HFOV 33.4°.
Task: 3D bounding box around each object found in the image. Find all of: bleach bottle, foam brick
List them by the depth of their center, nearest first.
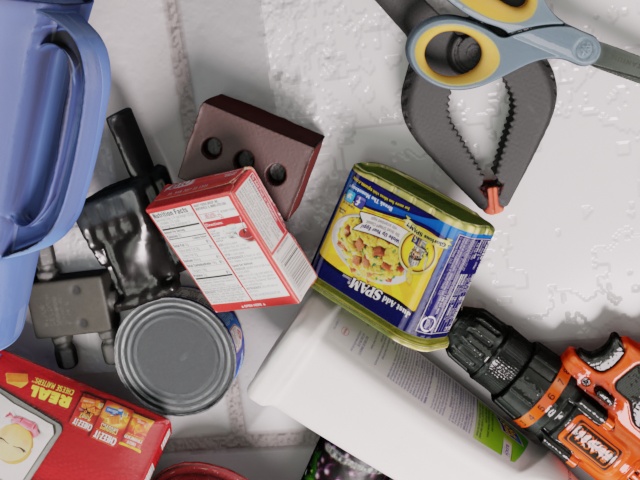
[{"bbox_3d":[0.079,0.130,0.683,0.251,0.102,0.068,35,113,0],"label":"bleach bottle"},{"bbox_3d":[-0.044,-0.054,0.683,0.078,0.051,0.053,22,106,4],"label":"foam brick"}]

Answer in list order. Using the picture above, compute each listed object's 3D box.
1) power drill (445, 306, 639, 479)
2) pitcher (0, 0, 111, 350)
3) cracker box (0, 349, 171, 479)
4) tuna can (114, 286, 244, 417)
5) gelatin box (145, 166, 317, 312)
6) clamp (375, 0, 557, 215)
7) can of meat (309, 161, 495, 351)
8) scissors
[{"bbox_3d":[0.194,0.057,0.671,0.184,0.057,0.188,38,109,-2],"label":"power drill"},{"bbox_3d":[-0.219,-0.049,0.669,0.144,0.149,0.243,8,108,-17],"label":"pitcher"},{"bbox_3d":[-0.216,0.190,0.712,0.164,0.072,0.213,22,71,3],"label":"cracker box"},{"bbox_3d":[-0.096,0.075,0.734,0.086,0.033,0.086,2,104,9],"label":"tuna can"},{"bbox_3d":[-0.054,0.001,0.661,0.073,0.030,0.089,-9,122,39],"label":"gelatin box"},{"bbox_3d":[0.082,-0.120,0.651,0.164,0.036,0.210,-1,104,5],"label":"clamp"},{"bbox_3d":[0.049,0.007,0.668,0.102,0.057,0.084,31,107,30],"label":"can of meat"},{"bbox_3d":[0.136,-0.101,0.629,0.201,0.016,0.096,34,101,-12],"label":"scissors"}]
